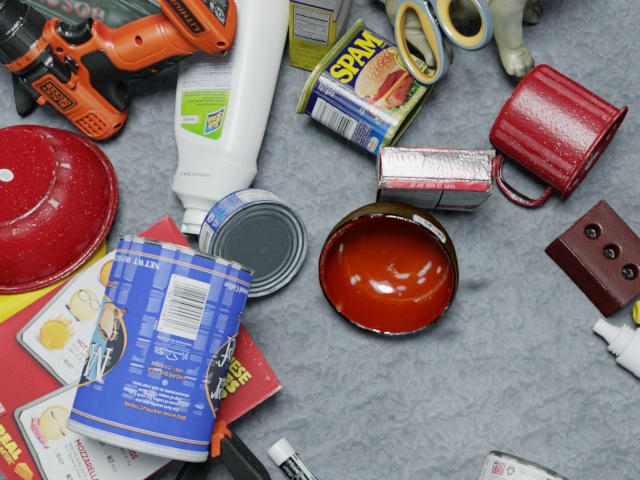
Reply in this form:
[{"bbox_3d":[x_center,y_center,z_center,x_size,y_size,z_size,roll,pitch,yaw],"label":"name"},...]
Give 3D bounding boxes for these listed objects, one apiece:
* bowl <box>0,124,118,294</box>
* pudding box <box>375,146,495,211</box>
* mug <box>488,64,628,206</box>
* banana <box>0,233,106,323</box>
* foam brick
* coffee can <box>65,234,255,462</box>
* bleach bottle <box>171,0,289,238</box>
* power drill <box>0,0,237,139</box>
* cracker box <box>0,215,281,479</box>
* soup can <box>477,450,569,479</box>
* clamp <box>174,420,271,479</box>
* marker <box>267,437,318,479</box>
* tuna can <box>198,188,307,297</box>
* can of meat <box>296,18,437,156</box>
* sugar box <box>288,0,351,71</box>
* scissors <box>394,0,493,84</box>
[{"bbox_3d":[-0.252,-0.039,0.882,0.162,0.055,0.162,-4,62,7],"label":"bowl"},{"bbox_3d":[0.090,-0.050,0.866,0.090,0.113,0.039,3,83,1],"label":"pudding box"},{"bbox_3d":[0.189,-0.084,0.893,0.081,0.093,0.117,36,116,14],"label":"mug"},{"bbox_3d":[-0.254,0.042,0.893,0.197,0.037,0.070,-31,60,-8],"label":"banana"},{"bbox_3d":[0.233,0.015,0.878,0.053,0.051,0.078,-39,78,-9],"label":"foam brick"},{"bbox_3d":[-0.113,0.077,0.764,0.103,0.103,0.140,14,83,5],"label":"coffee can"},{"bbox_3d":[-0.086,-0.126,0.910,0.103,0.068,0.251,3,80,42],"label":"bleach bottle"},{"bbox_3d":[-0.175,-0.175,0.849,0.188,0.184,0.057,-21,45,28],"label":"power drill"},{"bbox_3d":[-0.164,0.107,0.844,0.213,0.072,0.164,-33,89,-8],"label":"cracker box"},{"bbox_3d":[0.144,0.221,0.820,0.068,0.068,0.102,21,76,6],"label":"soup can"},{"bbox_3d":[-0.081,0.225,0.815,0.120,0.039,0.171,-14,100,-4],"label":"clamp"},{"bbox_3d":[0.002,0.210,0.851,0.020,0.020,0.121,-39,78,-8],"label":"marker"},{"bbox_3d":[-0.056,0.001,0.872,0.086,0.086,0.034,-35,36,-7],"label":"tuna can"},{"bbox_3d":[0.042,-0.127,0.903,0.084,0.057,0.102,33,52,6],"label":"can of meat"},{"bbox_3d":[0.003,-0.213,0.877,0.048,0.176,0.093,13,77,4],"label":"sugar box"},{"bbox_3d":[0.080,-0.225,0.848,0.096,0.016,0.202,-5,105,38],"label":"scissors"}]
